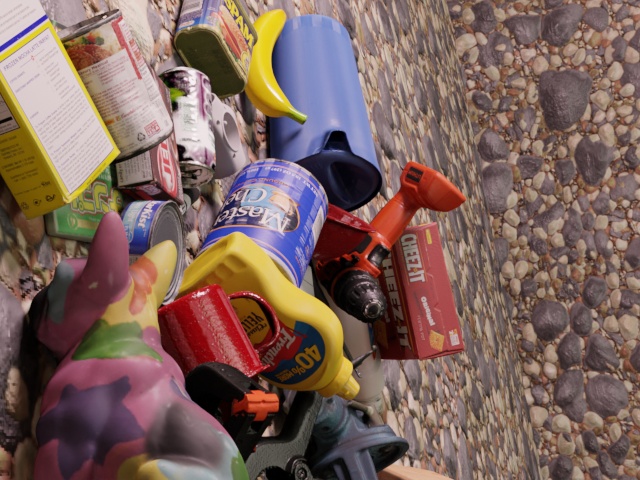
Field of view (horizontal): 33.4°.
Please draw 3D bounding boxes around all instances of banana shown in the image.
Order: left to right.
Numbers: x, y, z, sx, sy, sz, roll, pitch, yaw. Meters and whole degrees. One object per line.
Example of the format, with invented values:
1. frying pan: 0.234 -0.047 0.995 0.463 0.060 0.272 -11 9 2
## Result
1. banana: -0.064 -0.212 1.278 0.069 0.037 0.198 12 49 -27

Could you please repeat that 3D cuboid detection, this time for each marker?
1. marker: -0.135 -0.026 0.974 0.121 0.020 0.020 -61 135 -66

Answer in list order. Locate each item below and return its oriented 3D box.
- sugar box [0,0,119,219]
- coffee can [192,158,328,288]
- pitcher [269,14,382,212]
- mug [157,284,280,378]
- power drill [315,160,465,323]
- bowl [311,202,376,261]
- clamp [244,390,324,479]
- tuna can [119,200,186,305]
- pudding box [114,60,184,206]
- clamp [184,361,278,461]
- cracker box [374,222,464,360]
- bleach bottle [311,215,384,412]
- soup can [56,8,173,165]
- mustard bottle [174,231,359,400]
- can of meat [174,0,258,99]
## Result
1. sugar box: -0.211 -0.113 0.738 0.176 0.048 0.093 63 24 -20
2. coffee can: -0.057 0.001 1.034 0.140 0.103 0.103 -70 143 -49
3. pitcher: -0.006 -0.153 1.332 0.144 0.149 0.243 33 41 -45
4. mug: -0.090 0.083 0.870 0.081 0.117 0.093 63 -10 4
5. power drill: 0.078 0.002 1.212 0.057 0.187 0.184 42 0 -21
6. bowl: -0.022 -0.020 1.176 0.055 0.162 0.162 -67 163 6
7. clamp: -0.021 0.221 0.978 0.209 0.036 0.164 -35 102 -46
8. tuna can: -0.139 0.010 0.874 0.086 0.034 0.086 3 90 -78
9. pudding box: -0.151 -0.089 0.915 0.090 0.039 0.113 57 22 -78
10. clamp: -0.093 0.143 0.774 0.039 0.172 0.120 -4 84 -40
11. cracker box: 0.099 0.072 1.396 0.214 0.072 0.164 161 -84 -73
12. bleach bottle: 0.039 0.099 1.367 0.102 0.068 0.251 -64 142 -77
13. soup can: -0.163 -0.117 0.819 0.068 0.069 0.102 -68 139 -62
14. mustard bottle: -0.037 0.082 0.961 0.191 0.096 0.058 41 30 -18
15. can of meat: -0.112 -0.213 1.133 0.102 0.057 0.084 59 27 -43
